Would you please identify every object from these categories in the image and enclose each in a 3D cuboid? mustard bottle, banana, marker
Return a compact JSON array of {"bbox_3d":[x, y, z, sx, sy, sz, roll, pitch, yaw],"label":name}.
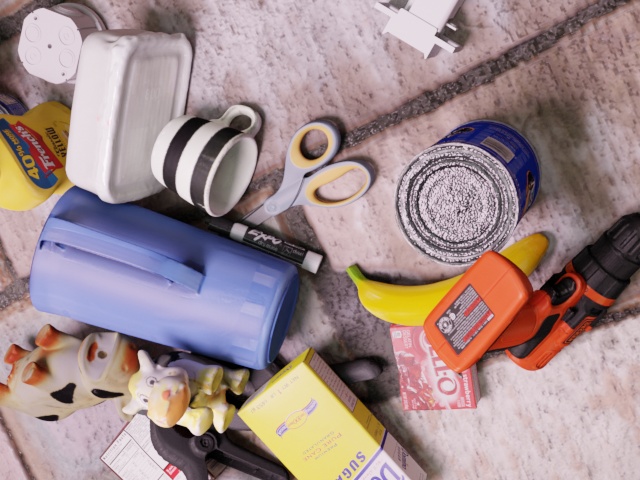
[{"bbox_3d":[-0.289,-0.078,1.028,0.058,0.191,0.096,-29,93,23],"label":"mustard bottle"},{"bbox_3d":[0.117,0.041,0.993,0.198,0.037,0.069,-10,82,20],"label":"banana"},{"bbox_3d":[-0.057,0.001,1.050,0.121,0.020,0.020,22,110,3],"label":"marker"}]

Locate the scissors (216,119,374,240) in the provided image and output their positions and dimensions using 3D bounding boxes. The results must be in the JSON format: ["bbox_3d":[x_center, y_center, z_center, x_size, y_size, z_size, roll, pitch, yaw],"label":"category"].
[{"bbox_3d":[-0.045,-0.055,1.041,0.202,0.016,0.096,-15,103,24],"label":"scissors"}]

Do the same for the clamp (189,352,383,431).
[{"bbox_3d":[-0.045,0.155,1.086,0.210,0.036,0.165,27,110,8],"label":"clamp"}]

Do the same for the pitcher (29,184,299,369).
[{"bbox_3d":[-0.150,0.038,1.033,0.243,0.149,0.145,17,121,9],"label":"pitcher"}]

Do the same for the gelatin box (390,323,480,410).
[{"bbox_3d":[0.111,0.118,1.025,0.073,0.030,0.089,-5,102,20],"label":"gelatin box"}]

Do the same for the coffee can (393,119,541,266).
[{"bbox_3d":[0.130,-0.044,0.917,0.103,0.140,0.103,5,105,18],"label":"coffee can"}]

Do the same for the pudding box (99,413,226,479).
[{"bbox_3d":[-0.170,0.238,1.152,0.113,0.039,0.090,43,114,7],"label":"pudding box"}]

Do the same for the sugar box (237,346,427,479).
[{"bbox_3d":[0.013,0.200,1.041,0.093,0.048,0.176,-41,94,20],"label":"sugar box"}]

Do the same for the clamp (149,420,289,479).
[{"bbox_3d":[-0.113,0.217,1.108,0.171,0.120,0.039,57,137,18],"label":"clamp"}]

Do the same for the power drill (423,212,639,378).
[{"bbox_3d":[0.187,0.047,0.897,0.057,0.187,0.185,53,123,30],"label":"power drill"}]
